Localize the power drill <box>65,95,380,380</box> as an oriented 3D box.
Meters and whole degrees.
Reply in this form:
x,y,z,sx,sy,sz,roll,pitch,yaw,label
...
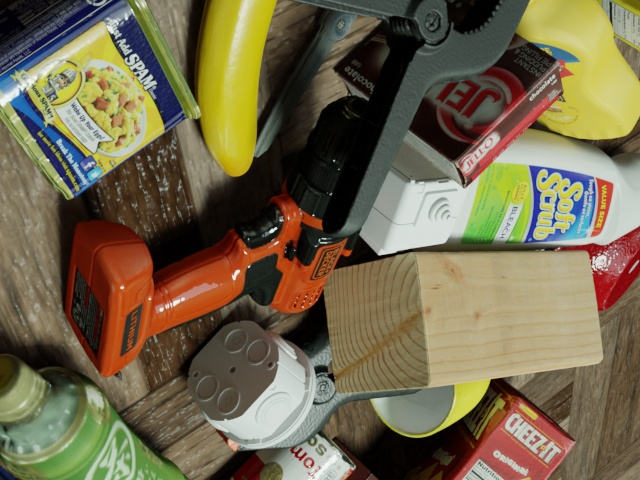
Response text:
x,y,z,sx,sy,sz,roll,pitch,yaw,label
-0.054,0.001,0.641,0.187,0.057,0.185,-19,148,-31,power drill

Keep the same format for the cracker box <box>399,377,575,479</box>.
x,y,z,sx,sy,sz,roll,pitch,yaw,label
0.123,0.228,0.977,0.214,0.072,0.164,-51,-179,1,cracker box

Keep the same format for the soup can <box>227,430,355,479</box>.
x,y,z,sx,sy,sz,roll,pitch,yaw,label
-0.030,0.194,0.852,0.102,0.069,0.068,-44,143,-7,soup can

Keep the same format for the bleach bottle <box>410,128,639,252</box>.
x,y,z,sx,sy,sz,roll,pitch,yaw,label
0.174,-0.043,0.812,0.250,0.068,0.103,-2,120,-32,bleach bottle

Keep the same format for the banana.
x,y,z,sx,sy,sz,roll,pitch,yaw,label
-0.037,-0.120,0.593,0.069,0.037,0.198,-4,125,-44,banana

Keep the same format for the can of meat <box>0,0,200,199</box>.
x,y,z,sx,sy,sz,roll,pitch,yaw,label
-0.119,-0.080,0.529,0.084,0.057,0.102,-38,141,-11,can of meat

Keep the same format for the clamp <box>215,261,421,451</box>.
x,y,z,sx,sy,sz,roll,pitch,yaw,label
0.004,0.110,0.813,0.171,0.039,0.120,-40,110,-7,clamp

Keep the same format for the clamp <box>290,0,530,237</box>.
x,y,z,sx,sy,sz,roll,pitch,yaw,label
0.044,-0.125,0.583,0.209,0.036,0.164,-42,120,-18,clamp

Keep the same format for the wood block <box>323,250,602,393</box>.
x,y,z,sx,sy,sz,roll,pitch,yaw,label
0.110,0.058,0.788,0.205,0.091,0.090,0,81,-44,wood block

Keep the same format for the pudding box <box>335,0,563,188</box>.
x,y,z,sx,sy,sz,roll,pitch,yaw,label
0.080,-0.099,0.667,0.090,0.114,0.039,-44,146,-7,pudding box

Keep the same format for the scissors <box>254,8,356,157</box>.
x,y,z,sx,sy,sz,roll,pitch,yaw,label
0.026,-0.140,0.658,0.096,0.016,0.202,-3,124,-44,scissors
